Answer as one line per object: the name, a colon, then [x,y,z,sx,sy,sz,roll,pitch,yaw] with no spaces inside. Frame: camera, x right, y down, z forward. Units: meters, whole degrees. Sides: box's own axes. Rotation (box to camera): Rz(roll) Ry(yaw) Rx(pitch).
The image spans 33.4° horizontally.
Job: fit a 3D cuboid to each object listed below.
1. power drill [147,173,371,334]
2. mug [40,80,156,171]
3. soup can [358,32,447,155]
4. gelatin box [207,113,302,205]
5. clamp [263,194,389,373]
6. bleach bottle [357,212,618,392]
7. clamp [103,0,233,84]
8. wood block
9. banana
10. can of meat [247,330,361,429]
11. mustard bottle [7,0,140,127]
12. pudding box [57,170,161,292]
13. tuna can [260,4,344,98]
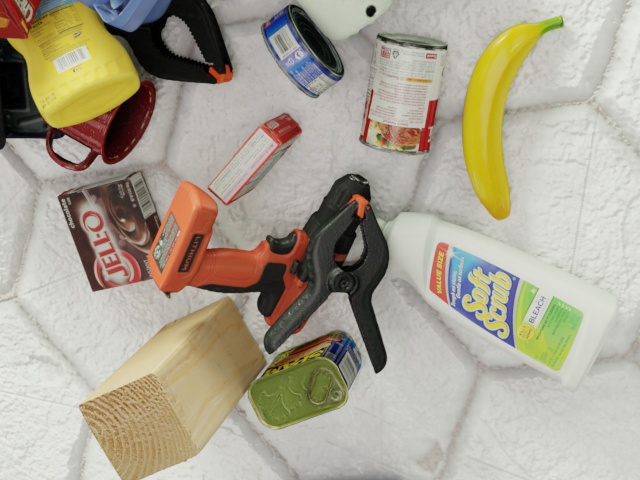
power drill: [-0.057,0.001,1.024,0.187,0.057,0.185,14,114,-31]
mug: [-0.229,-0.124,1.061,0.081,0.093,0.117,28,83,10]
soup can: [0.077,-0.137,0.991,0.068,0.068,0.102,12,108,11]
gelatin box: [-0.063,-0.081,1.042,0.030,0.073,0.089,43,112,1]
clamp: [0.028,0.045,1.012,0.120,0.039,0.171,19,100,-16]
bleach bottle: [0.151,0.047,1.030,0.251,0.068,0.103,25,110,9]
clamp: [-0.176,-0.218,1.052,0.210,0.036,0.165,47,113,2]
wood block: [-0.139,0.143,1.059,0.091,0.206,0.090,-26,98,20]
banana: [0.166,-0.117,0.989,0.070,0.037,0.198,17,110,11]
can of meat: [-0.013,0.140,1.090,0.102,0.083,0.057,-23,99,20]
mustard bottle: [-0.250,-0.205,1.012,0.096,0.058,0.192,-27,70,-4]
pudding box: [-0.214,-0.009,1.123,0.090,0.039,0.113,-13,102,19]
tuna can: [-0.016,-0.177,0.995,0.034,0.086,0.086,-34,95,20]
